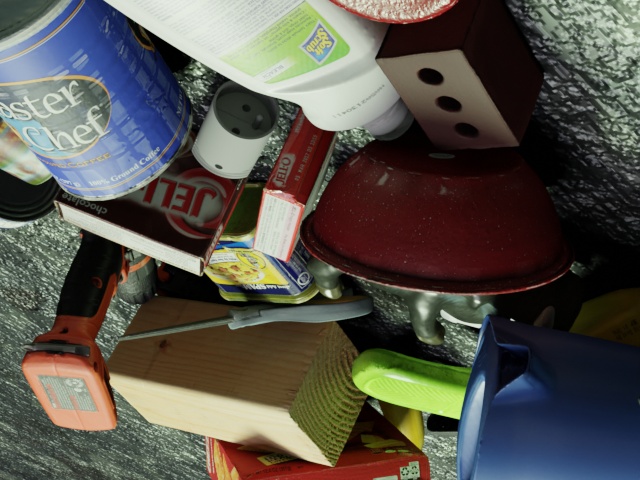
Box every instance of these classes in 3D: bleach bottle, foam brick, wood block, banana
[{"bbox_3d":[-0.041,-0.123,0.544,0.103,0.068,0.250,-24,138,30],"label":"bleach bottle"},{"bbox_3d":[0.074,-0.090,0.556,0.053,0.051,0.078,0,146,38],"label":"foam brick"},{"bbox_3d":[-0.072,0.115,0.911,0.206,0.090,0.090,6,145,36],"label":"wood block"},{"bbox_3d":[0.077,0.147,0.986,0.070,0.037,0.198,50,167,36],"label":"banana"}]

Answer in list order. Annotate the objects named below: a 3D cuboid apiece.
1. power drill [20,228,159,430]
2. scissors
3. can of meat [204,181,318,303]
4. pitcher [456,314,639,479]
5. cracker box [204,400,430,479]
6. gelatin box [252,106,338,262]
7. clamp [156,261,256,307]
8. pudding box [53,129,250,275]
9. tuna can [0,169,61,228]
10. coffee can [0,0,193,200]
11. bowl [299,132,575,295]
[{"bbox_3d":[-0.174,0.050,0.845,0.057,0.187,0.184,1,144,6],"label":"power drill"},{"bbox_3d":[-0.044,0.059,0.814,0.201,0.016,0.096,-11,-173,-39],"label":"scissors"},{"bbox_3d":[-0.055,0.001,0.816,0.102,0.057,0.084,0,145,37],"label":"can of meat"},{"bbox_3d":[0.207,0.134,0.666,0.243,0.145,0.149,9,-172,4],"label":"pitcher"},{"bbox_3d":[-0.011,0.202,0.979,0.164,0.072,0.214,-5,-171,-14],"label":"cracker box"},{"bbox_3d":[-0.016,-0.038,0.695,0.030,0.073,0.089,21,154,2],"label":"gelatin box"},{"bbox_3d":[-0.058,0.082,0.983,0.209,0.036,0.165,35,157,-19],"label":"clamp"},{"bbox_3d":[-0.116,-0.037,0.751,0.113,0.090,0.039,20,154,4],"label":"pudding box"},{"bbox_3d":[-0.238,-0.053,0.818,0.086,0.086,0.034,35,152,-25],"label":"tuna can"},{"bbox_3d":[-0.152,-0.105,0.638,0.103,0.102,0.140,7,150,27],"label":"coffee can"},{"bbox_3d":[0.069,-0.025,0.619,0.162,0.161,0.055,11,113,20],"label":"bowl"}]
